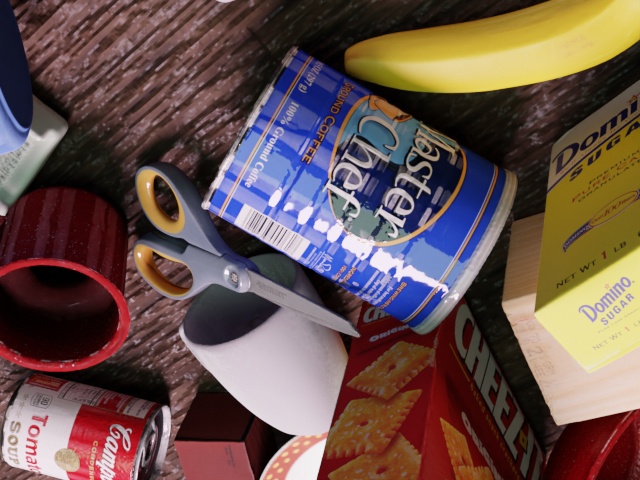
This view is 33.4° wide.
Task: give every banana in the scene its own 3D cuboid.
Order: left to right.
[{"bbox_3d":[0.098,-0.104,0.531,0.069,0.037,0.198,27,157,-33],"label":"banana"}]

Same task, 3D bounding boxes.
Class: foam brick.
[{"bbox_3d":[-0.062,0.152,0.743,0.053,0.051,0.078,-2,119,15],"label":"foam brick"}]

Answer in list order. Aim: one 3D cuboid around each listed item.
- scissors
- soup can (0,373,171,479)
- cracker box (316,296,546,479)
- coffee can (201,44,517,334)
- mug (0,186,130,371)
[{"bbox_3d":[-0.054,0.001,0.617,0.202,0.016,0.096,3,109,49],"label":"scissors"},{"bbox_3d":[-0.164,0.137,0.751,0.102,0.068,0.068,12,122,9],"label":"soup can"},{"bbox_3d":[0.071,0.145,0.606,0.072,0.213,0.164,-19,114,22],"label":"cracker box"},{"bbox_3d":[0.021,-0.027,0.584,0.140,0.102,0.103,30,123,-3],"label":"coffee can"},{"bbox_3d":[-0.173,0.017,0.659,0.117,0.081,0.093,20,125,-20],"label":"mug"}]
